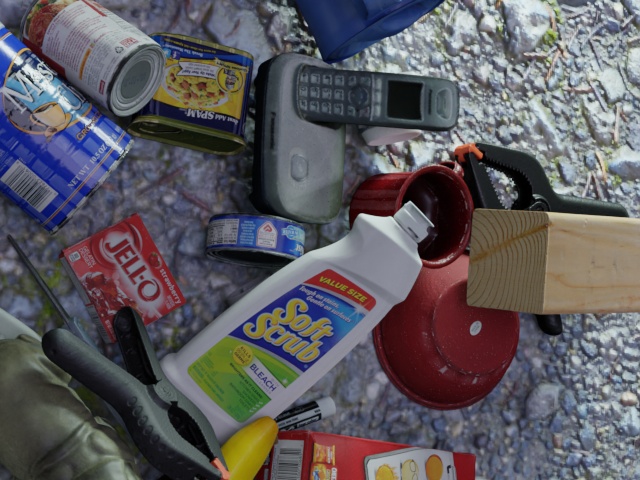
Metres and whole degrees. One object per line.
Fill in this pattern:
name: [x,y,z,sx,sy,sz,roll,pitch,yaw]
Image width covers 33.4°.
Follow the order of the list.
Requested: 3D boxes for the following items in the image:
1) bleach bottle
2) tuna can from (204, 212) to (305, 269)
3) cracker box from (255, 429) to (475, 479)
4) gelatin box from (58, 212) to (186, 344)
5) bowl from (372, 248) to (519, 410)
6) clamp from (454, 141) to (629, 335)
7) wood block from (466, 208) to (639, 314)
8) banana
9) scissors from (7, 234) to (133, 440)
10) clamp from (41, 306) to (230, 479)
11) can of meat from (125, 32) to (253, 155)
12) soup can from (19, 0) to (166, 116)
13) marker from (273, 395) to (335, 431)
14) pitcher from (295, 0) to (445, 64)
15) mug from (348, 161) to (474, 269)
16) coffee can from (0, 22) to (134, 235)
bleach bottle: [-0.014,0.057,0.884,0.251,0.068,0.102,-43,92,6]
tuna can: [-0.056,0.001,0.922,0.086,0.086,0.034,10,78,-23]
cracker box: [0.038,0.254,0.907,0.213,0.072,0.164,17,71,-41]
gelatin box: [-0.167,0.032,0.899,0.073,0.030,0.089,-30,97,-24]
bowl: [0.132,0.081,1.013,0.161,0.055,0.162,2,84,-24]
clamp: [0.208,-0.016,1.067,0.209,0.036,0.164,35,71,-21]
wood block: [0.242,0.020,0.995,0.205,0.091,0.090,3,92,-38]
banana: [-0.080,0.232,0.828,0.069,0.037,0.198,14,79,-30]
scissors: [-0.192,0.085,0.882,0.016,0.096,0.202,-36,69,-3]
clamp: [-0.130,0.119,0.822,0.171,0.039,0.120,49,24,-1]
can of meat: [-0.111,-0.127,0.927,0.102,0.058,0.084,11,78,-22]
soup can: [-0.184,-0.155,0.867,0.102,0.068,0.068,35,68,18]
marker: [-0.043,0.165,0.946,0.121,0.020,0.020,-16,91,-25]
pitcher: [0.006,-0.291,0.945,0.144,0.149,0.243,-29,91,-36]
mug: [0.086,-0.031,0.983,0.093,0.082,0.117,49,66,-25]
coffee can: [-0.233,-0.088,0.843,0.140,0.103,0.102,42,70,-15]
